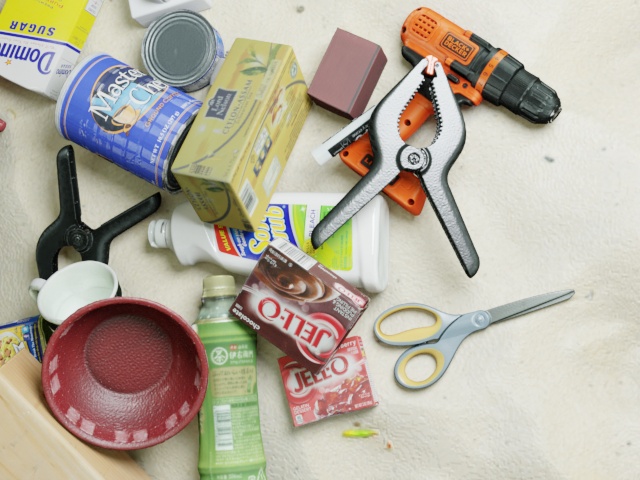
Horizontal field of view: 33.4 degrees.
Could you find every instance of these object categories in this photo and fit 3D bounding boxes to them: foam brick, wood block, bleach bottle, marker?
[{"bbox_3d":[0.028,-0.170,1.105,0.051,0.053,0.078,25,89,14],"label":"foam brick"},{"bbox_3d":[-0.271,0.220,1.079,0.090,0.091,0.206,-41,96,9],"label":"wood block"},{"bbox_3d":[-0.057,0.001,1.102,0.251,0.068,0.102,0,84,15],"label":"bleach bottle"},{"bbox_3d":[0.043,-0.116,1.055,0.121,0.020,0.020,-36,78,6],"label":"marker"}]

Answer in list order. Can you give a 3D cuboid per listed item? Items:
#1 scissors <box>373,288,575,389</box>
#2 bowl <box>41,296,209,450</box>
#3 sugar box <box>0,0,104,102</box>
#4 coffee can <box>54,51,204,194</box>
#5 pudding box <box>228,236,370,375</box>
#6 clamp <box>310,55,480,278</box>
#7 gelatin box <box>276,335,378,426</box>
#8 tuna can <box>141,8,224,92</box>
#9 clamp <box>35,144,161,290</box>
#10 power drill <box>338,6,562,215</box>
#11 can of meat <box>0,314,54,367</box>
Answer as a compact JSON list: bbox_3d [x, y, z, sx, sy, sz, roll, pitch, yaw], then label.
[{"bbox_3d":[0.153,0.099,1.066,0.202,0.016,0.096,-2,85,13],"label":"scissors"},{"bbox_3d":[-0.192,0.124,1.058,0.162,0.055,0.162,-2,106,-6],"label":"bowl"},{"bbox_3d":[-0.303,-0.254,1.193,0.093,0.048,0.176,25,89,14],"label":"sugar box"},{"bbox_3d":[-0.193,-0.124,1.125,0.140,0.102,0.103,28,90,14],"label":"coffee can"},{"bbox_3d":[-0.021,0.064,1.047,0.113,0.039,0.090,36,114,9],"label":"pudding box"},{"bbox_3d":[0.077,-0.073,1.024,0.164,0.036,0.210,4,90,-4],"label":"clamp"},{"bbox_3d":[0.007,0.143,1.087,0.089,0.030,0.073,-16,80,10],"label":"gelatin box"},{"bbox_3d":[-0.148,-0.205,1.159,0.086,0.033,0.086,-1,84,13],"label":"tuna can"},{"bbox_3d":[-0.246,-0.006,1.149,0.120,0.039,0.171,21,105,5],"label":"clamp"},{"bbox_3d":[0.123,-0.120,1.077,0.184,0.057,0.187,36,90,18],"label":"power drill"},{"bbox_3d":[-0.321,0.135,1.150,0.084,0.057,0.102,-14,82,9],"label":"can of meat"}]
